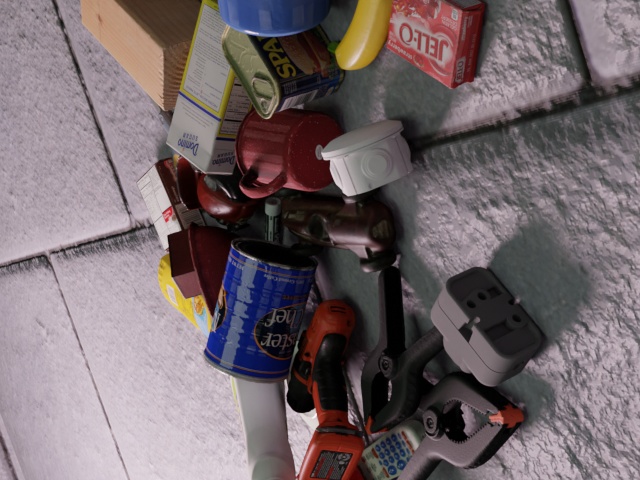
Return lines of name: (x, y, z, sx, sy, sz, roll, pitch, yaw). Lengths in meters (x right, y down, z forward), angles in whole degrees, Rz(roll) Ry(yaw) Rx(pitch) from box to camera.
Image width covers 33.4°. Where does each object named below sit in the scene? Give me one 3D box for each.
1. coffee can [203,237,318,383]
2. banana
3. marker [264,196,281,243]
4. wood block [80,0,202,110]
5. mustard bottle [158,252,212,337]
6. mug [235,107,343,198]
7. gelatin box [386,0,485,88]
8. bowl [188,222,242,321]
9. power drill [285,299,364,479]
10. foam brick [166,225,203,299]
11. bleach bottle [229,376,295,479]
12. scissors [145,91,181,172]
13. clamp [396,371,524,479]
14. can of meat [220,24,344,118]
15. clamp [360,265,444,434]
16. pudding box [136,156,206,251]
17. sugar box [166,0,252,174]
coffee can: (-0.069, 0.079, 1.222, 0.103, 0.102, 0.140, 29, 108, 48)
banana: (0.043, -0.216, 0.959, 0.070, 0.037, 0.198, 55, 148, 21)
marker: (-0.058, 0.002, 1.286, 0.020, 0.020, 0.121, 41, 141, 39)
wood block: (-0.202, -0.257, 1.281, 0.206, 0.090, 0.091, 46, 145, 33)
mustard bottle: (-0.150, 0.092, 1.453, 0.192, 0.058, 0.096, 37, 146, 42)
mug: (-0.036, -0.087, 1.100, 0.082, 0.117, 0.093, 14, 143, 49)
gelatin box: (0.096, -0.181, 0.903, 0.089, 0.030, 0.073, 42, 142, 38)
bowl: (-0.111, 0.046, 1.324, 0.162, 0.055, 0.162, -19, -90, -87)
power drill: (-0.001, 0.186, 1.191, 0.187, 0.057, 0.185, -96, 18, -45)
foam brick: (-0.167, 0.028, 1.410, 0.053, 0.051, 0.078, 67, -173, -48)
bleach bottle: (-0.065, 0.226, 1.265, 0.251, 0.068, 0.102, -109, 9, -66)
scissors: (-0.205, -0.144, 1.433, 0.202, 0.016, 0.096, 49, 145, 31)
clamp: (0.119, 0.173, 1.076, 0.210, 0.036, 0.164, -30, 67, 53)
can of meat: (-0.037, -0.181, 1.066, 0.102, 0.083, 0.058, 60, 149, 15)
clamp: (0.075, 0.114, 1.082, 0.120, 0.039, 0.172, 54, 127, 47)
pudding box: (-0.207, -0.049, 1.477, 0.090, 0.039, 0.113, -29, 82, 61)
sugar box: (-0.113, -0.171, 1.183, 0.093, 0.048, 0.176, 38, 120, 43)
